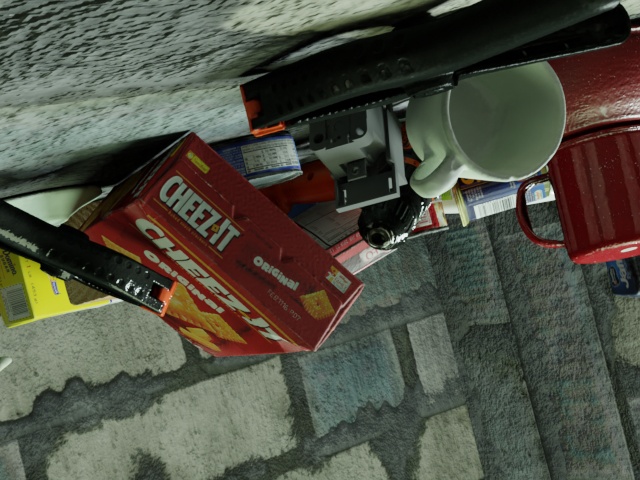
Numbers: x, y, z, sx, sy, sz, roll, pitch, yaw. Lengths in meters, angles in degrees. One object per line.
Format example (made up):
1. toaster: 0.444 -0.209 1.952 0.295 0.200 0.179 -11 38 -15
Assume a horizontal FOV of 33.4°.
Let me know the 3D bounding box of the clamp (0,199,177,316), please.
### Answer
1. clamp: -0.181 0.005 0.729 0.171 0.039 0.120 21 175 -4

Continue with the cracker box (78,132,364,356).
1. cracker box: -0.088 0.016 0.811 0.072 0.164 0.214 -54 -165 -20

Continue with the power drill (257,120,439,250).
1. power drill: 0.009 -0.035 0.881 0.188 0.057 0.184 -11 -155 25

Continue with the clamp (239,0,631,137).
1. clamp: 0.056 -0.093 0.531 0.210 0.036 0.164 -14 179 11

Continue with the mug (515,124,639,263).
1. mug: 0.201 -0.028 0.774 0.117 0.081 0.093 -12 169 10

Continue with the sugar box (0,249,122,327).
1. sugar box: -0.268 0.030 1.112 0.048 0.093 0.176 -14 179 25

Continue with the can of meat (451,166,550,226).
1. can of meat: 0.154 -0.073 0.966 0.084 0.102 0.057 -17 149 7

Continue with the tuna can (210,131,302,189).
1. tuna can: -0.059 -0.058 0.836 0.086 0.034 0.086 -14 179 -1

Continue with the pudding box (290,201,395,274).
1. pudding box: 0.002 0.004 0.927 0.090 0.039 0.114 -29 -157 -13
